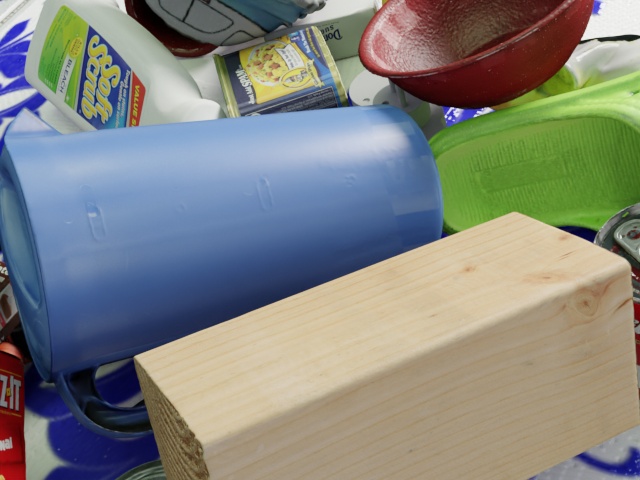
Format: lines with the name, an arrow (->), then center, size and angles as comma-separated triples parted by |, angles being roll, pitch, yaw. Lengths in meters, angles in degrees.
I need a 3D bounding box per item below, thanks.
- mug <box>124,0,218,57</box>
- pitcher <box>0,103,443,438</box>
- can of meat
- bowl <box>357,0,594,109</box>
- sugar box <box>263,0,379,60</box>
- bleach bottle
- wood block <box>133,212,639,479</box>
mug -> -0.100, -0.214, 0.915 | 0.117, 0.093, 0.081 | 18, 45, 1
pitcher -> -0.054, 0.001, 0.609 | 0.242, 0.149, 0.145 | -11, 34, -22
can of meat -> -0.028, -0.110, 0.795 | 0.084, 0.057, 0.102 | -19, 42, 0
bowl -> 0.107, -0.131, 0.667 | 0.162, 0.055, 0.162 | -23, 31, 15
sugar box -> 0.000, -0.218, 0.903 | 0.093, 0.048, 0.176 | -12, 42, 9
bleach bottle -> -0.139, -0.114, 0.819 | 0.251, 0.067, 0.103 | 36, 108, 42
wood block -> 0.033, 0.069, 0.485 | 0.205, 0.091, 0.090 | -21, 25, -20
